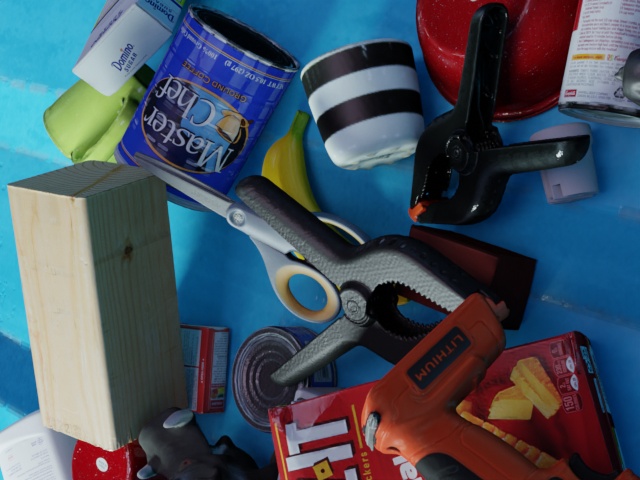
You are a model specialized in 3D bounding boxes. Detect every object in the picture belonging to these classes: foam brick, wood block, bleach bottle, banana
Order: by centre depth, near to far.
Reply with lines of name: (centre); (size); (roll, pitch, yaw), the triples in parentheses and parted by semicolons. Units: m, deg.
foam brick: (0.100, 0.025, 0.737); (0.078, 0.052, 0.051); (21, 98, 39)
banana: (0.001, -0.014, 0.836); (0.070, 0.037, 0.198); (-46, 58, 26)
wood block: (-0.175, 0.049, 0.855); (0.090, 0.090, 0.206); (10, 112, 35)
bleach bottle: (-0.230, 0.284, 0.977); (0.103, 0.067, 0.251); (-31, 67, 32)

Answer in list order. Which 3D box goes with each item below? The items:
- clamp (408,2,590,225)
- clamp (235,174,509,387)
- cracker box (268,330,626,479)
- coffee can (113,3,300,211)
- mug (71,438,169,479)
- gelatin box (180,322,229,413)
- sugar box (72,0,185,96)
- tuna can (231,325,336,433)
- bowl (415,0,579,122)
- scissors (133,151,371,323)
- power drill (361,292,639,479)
clamp: (0.111, -0.057, 0.709); (0.120, 0.039, 0.172); (64, 150, 32)
clamp: (0.030, 0.048, 0.734); (0.210, 0.036, 0.164); (14, 119, 35)
cracker box: (0.086, 0.163, 0.681); (0.214, 0.072, 0.164); (-17, 73, 17)
coffee can: (-0.095, -0.109, 0.886); (0.103, 0.102, 0.140); (44, 112, 35)
mug: (-0.157, 0.204, 0.911); (0.093, 0.081, 0.117); (-13, 76, 38)
gelatin box: (-0.120, 0.109, 0.927); (0.089, 0.030, 0.073); (2, 87, 40)
sugar box: (-0.154, -0.207, 0.931); (0.093, 0.048, 0.176); (-37, 30, 32)
tuna can: (-0.030, 0.110, 0.848); (0.086, 0.033, 0.086); (-6, 80, 40)
bowl: (0.122, -0.166, 0.742); (0.162, 0.055, 0.162); (-7, 80, 40)
scissors: (-0.055, 0.001, 0.804); (0.202, 0.016, 0.096); (15, 114, 17)
power drill: (0.130, 0.116, 0.586); (0.184, 0.057, 0.188); (-39, 65, -21)
